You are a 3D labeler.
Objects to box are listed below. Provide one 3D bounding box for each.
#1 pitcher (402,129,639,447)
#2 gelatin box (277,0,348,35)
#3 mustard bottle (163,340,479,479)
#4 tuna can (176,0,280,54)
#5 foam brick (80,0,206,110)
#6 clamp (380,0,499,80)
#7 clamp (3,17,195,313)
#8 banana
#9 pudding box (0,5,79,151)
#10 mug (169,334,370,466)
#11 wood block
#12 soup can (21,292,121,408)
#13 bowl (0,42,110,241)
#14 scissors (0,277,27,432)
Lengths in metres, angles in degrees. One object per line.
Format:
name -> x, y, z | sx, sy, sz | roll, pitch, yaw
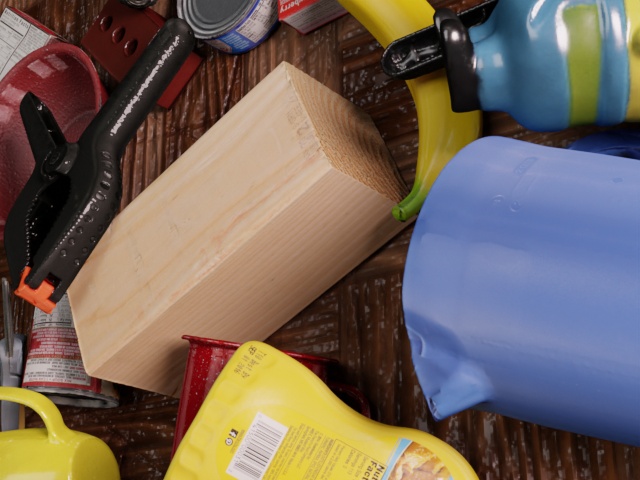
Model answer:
pitcher -> 0.171, 0.025, 0.453 | 0.243, 0.144, 0.149 | 11, 93, 38
gelatin box -> 0.011, -0.190, 0.715 | 0.089, 0.030, 0.073 | -20, 63, 33
mustard bottle -> 0.024, 0.134, 0.529 | 0.192, 0.058, 0.096 | 28, 80, 9
tuna can -> -0.061, -0.179, 0.769 | 0.086, 0.033, 0.086 | -15, 66, 35
foam brick -> -0.134, -0.144, 0.805 | 0.053, 0.051, 0.078 | -55, 49, 10
clamp -> 0.109, -0.131, 0.546 | 0.171, 0.120, 0.039 | -8, 69, 7
clamp -> -0.170, -0.047, 0.713 | 0.165, 0.036, 0.210 | -12, 52, 38
banana -> 0.052, -0.104, 0.631 | 0.037, 0.069, 0.198 | 109, 150, -57
pudding box -> -0.263, -0.136, 0.918 | 0.090, 0.039, 0.113 | 35, 96, 42
mug -> -0.029, 0.104, 0.615 | 0.117, 0.093, 0.081 | 9, 83, 4
wood block -> -0.054, 0.000, 0.661 | 0.206, 0.090, 0.090 | -40, 52, 23
soup can -> -0.168, 0.062, 0.748 | 0.069, 0.068, 0.102 | -8, 69, 38
bowl -> -0.208, -0.070, 0.836 | 0.162, 0.055, 0.162 | -15, 65, 35
scissors -> -0.216, 0.069, 0.751 | 0.096, 0.016, 0.202 | -102, 19, -47
